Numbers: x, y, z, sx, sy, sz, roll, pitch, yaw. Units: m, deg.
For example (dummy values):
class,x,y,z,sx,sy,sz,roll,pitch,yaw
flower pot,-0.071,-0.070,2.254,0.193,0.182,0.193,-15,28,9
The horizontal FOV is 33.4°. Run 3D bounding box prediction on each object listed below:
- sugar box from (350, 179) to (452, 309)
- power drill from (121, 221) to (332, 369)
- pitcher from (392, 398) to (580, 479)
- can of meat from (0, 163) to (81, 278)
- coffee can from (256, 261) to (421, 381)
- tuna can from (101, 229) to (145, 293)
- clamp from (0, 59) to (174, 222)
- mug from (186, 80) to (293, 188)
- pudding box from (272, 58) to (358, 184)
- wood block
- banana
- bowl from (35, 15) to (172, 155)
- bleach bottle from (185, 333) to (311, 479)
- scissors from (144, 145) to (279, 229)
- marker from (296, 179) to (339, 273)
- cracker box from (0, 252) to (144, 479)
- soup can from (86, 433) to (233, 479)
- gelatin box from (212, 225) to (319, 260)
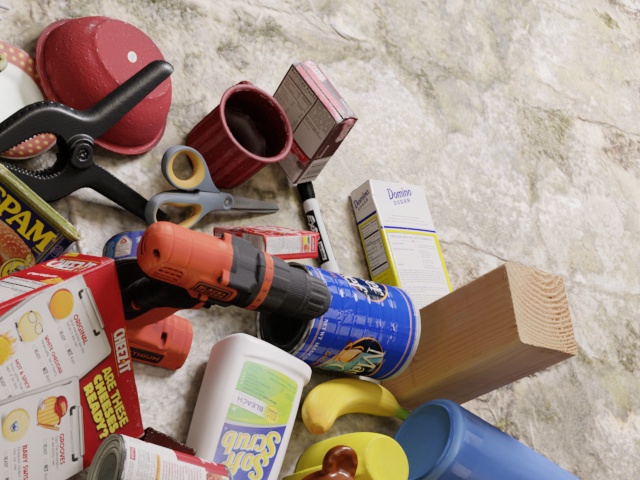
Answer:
class,x,y,z,sx,sy,sz,roll,pitch,yaw
sugar box,0.099,0.018,1.263,0.093,0.048,0.176,6,59,-39
power drill,-0.108,0.056,0.957,0.184,0.188,0.057,22,52,-29
pitcher,0.191,0.271,1.112,0.242,0.149,0.145,36,49,-24
can of meat,-0.271,-0.006,0.911,0.102,0.057,0.084,43,87,-15
coffee can,0.019,0.086,1.111,0.140,0.103,0.103,15,57,-34
tuna can,-0.163,0.026,1.000,0.086,0.086,0.033,23,52,-30
clamp,-0.226,-0.076,1.008,0.209,0.036,0.164,-16,113,-33
mug,-0.091,-0.118,1.148,0.093,0.082,0.117,17,56,-33
pudding box,-0.018,-0.130,1.183,0.039,0.114,0.090,-18,65,-43
wood block,0.162,0.109,1.147,0.090,0.207,0.091,15,57,-35
banana,0.029,0.167,1.092,0.197,0.070,0.037,6,103,-56
bowl,-0.205,-0.170,1.080,0.162,0.055,0.162,31,42,-33
bleach bottle,-0.080,0.216,0.982,0.102,0.068,0.250,30,52,-26
scissors,-0.105,-0.058,1.103,0.201,0.016,0.096,-19,117,-51
marker,-0.003,-0.015,1.210,0.020,0.020,0.121,-1,67,-41
cracker box,-0.249,0.119,0.836,0.213,0.072,0.164,-26,117,-47
soup can,-0.131,0.202,0.864,0.102,0.069,0.068,23,53,-27
gelatin box,-0.057,0.001,1.104,0.073,0.089,0.030,-2,98,-40
